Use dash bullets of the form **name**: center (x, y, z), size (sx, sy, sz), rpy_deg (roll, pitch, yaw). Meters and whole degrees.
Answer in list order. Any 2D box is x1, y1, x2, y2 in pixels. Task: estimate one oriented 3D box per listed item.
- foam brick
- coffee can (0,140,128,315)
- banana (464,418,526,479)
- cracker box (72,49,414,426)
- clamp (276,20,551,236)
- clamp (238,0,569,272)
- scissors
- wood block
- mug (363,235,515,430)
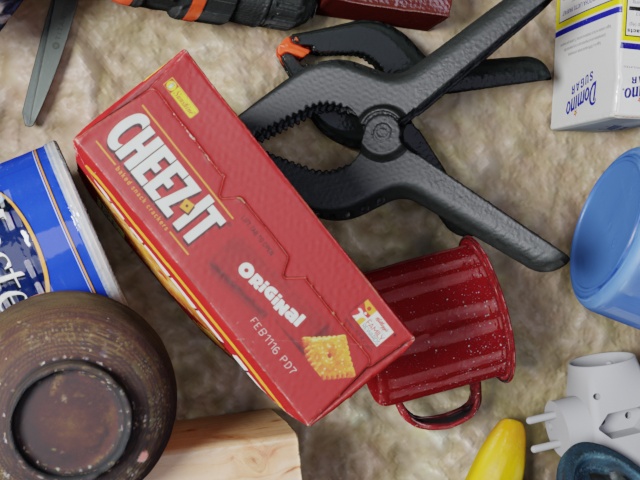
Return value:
- **foam brick**: center (0.039, -0.163, 0.656), size (0.078, 0.051, 0.053), rpy_deg (7, 90, -11)
- **coffee can**: center (-0.190, 0.018, 0.586), size (0.140, 0.103, 0.103), rpy_deg (-23, 95, -10)
- **banana**: center (0.066, 0.196, 0.674), size (0.197, 0.037, 0.069), rpy_deg (-36, 98, -9)
- **cracker box**: center (-0.054, 0.001, 0.556), size (0.072, 0.214, 0.164), rpy_deg (-40, 98, -8)
- **clamp**: center (0.058, -0.094, 0.666), size (0.171, 0.039, 0.120), rpy_deg (33, 85, -10)
- **clamp**: center (0.043, -0.070, 0.621), size (0.210, 0.036, 0.164), rpy_deg (4, 85, 10)
- **scissors**: center (-0.160, -0.177, 0.632), size (0.096, 0.016, 0.201), rpy_deg (32, 83, -13)
- **wood block**: center (-0.117, 0.159, 0.610), size (0.206, 0.090, 0.091), rpy_deg (-6, 92, -12)
- **mug**: center (0.065, 0.062, 0.650), size (0.081, 0.093, 0.117), rpy_deg (-15, 111, -6)
